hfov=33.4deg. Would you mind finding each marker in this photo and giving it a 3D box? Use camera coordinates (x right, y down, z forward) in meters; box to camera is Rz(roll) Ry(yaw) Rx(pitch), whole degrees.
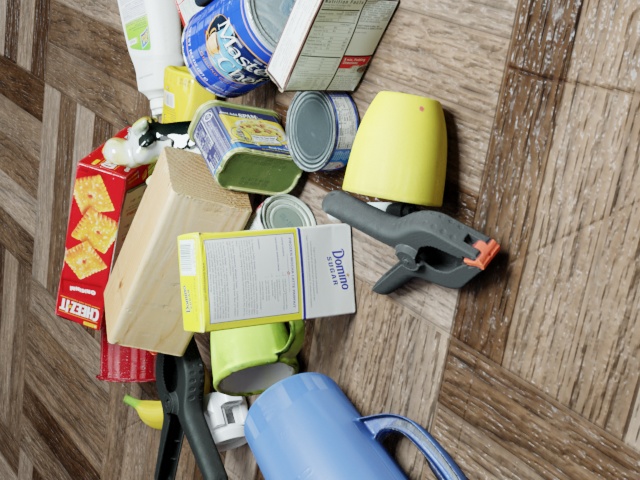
[{"bbox_3d":[0.048,-0.028,1.026,0.121,0.020,0.020,2,95,55],"label":"marker"}]

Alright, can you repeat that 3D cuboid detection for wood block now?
[{"bbox_3d":[-0.158,0.014,1.148,0.206,0.090,0.091,-62,28,30],"label":"wood block"}]

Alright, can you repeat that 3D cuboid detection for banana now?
[{"bbox_3d":[-0.183,0.202,1.347,0.198,0.069,0.037,-32,25,46],"label":"banana"}]

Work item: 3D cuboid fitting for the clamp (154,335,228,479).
[{"bbox_3d":[-0.165,0.195,1.243,0.165,0.036,0.210,-28,68,54],"label":"clamp"}]

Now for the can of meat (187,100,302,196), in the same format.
[{"bbox_3d":[-0.076,-0.095,1.117,0.058,0.101,0.084,-60,42,30],"label":"can of meat"}]

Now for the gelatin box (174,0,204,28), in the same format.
[{"bbox_3d":[-0.139,-0.291,1.240,0.089,0.030,0.073,-17,95,56],"label":"gelatin box"}]

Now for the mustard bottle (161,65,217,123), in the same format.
[{"bbox_3d":[-0.162,-0.109,1.282,0.096,0.058,0.192,31,118,56],"label":"mustard bottle"}]

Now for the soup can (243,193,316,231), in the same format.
[{"bbox_3d":[-0.057,0.001,1.138,0.102,0.068,0.068,-39,62,49],"label":"soup can"}]

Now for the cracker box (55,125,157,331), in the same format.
[{"bbox_3d":[-0.260,-0.020,1.342,0.072,0.164,0.214,19,116,6],"label":"cracker box"}]

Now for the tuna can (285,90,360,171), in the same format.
[{"bbox_3d":[0.002,-0.112,1.070,0.086,0.033,0.086,9,101,54],"label":"tuna can"}]

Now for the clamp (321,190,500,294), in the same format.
[{"bbox_3d":[0.076,-0.001,0.936,0.172,0.039,0.120,-8,132,51],"label":"clamp"}]

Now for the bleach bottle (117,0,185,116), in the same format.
[{"bbox_3d":[-0.215,-0.281,1.338,0.103,0.067,0.251,-6,91,55],"label":"bleach bottle"}]

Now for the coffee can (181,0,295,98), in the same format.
[{"bbox_3d":[-0.066,-0.214,1.096,0.141,0.102,0.103,-16,80,55],"label":"coffee can"}]

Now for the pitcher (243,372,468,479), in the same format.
[{"bbox_3d":[0.030,0.234,1.004,0.243,0.149,0.145,53,149,42],"label":"pitcher"}]

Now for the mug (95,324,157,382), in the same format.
[{"bbox_3d":[-0.248,0.141,1.420,0.117,0.093,0.081,1,-90,-89],"label":"mug"}]

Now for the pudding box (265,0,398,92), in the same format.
[{"bbox_3d":[0.010,-0.192,1.001,0.039,0.089,0.114,57,136,34],"label":"pudding box"}]

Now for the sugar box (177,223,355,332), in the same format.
[{"bbox_3d":[-0.049,0.034,1.036,0.048,0.175,0.093,-2,91,53],"label":"sugar box"}]
